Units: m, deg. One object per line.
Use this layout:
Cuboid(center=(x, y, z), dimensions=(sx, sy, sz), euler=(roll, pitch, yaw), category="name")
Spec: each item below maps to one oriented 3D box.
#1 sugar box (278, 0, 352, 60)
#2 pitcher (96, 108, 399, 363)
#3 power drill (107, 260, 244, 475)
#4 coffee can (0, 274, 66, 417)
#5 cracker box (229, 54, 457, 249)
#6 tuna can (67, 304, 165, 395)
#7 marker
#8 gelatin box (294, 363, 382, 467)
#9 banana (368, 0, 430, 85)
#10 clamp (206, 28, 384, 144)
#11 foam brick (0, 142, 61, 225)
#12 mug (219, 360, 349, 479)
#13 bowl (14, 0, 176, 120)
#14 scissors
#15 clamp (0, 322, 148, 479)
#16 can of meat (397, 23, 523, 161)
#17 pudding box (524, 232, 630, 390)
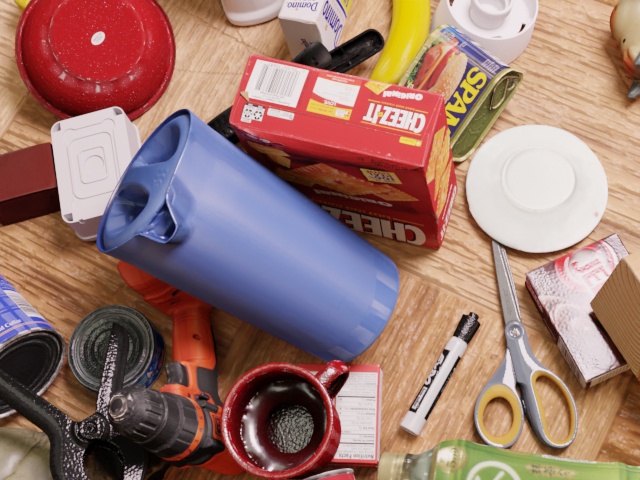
Cuboid(center=(0.010, -0.269, 1.061), dimensions=(0.048, 0.093, 0.176), euler=(11, 73, 13), category="sugar box")
Cuboid(center=(-0.056, 0.001, 0.905), dimensions=(0.242, 0.145, 0.149), euler=(32, 59, -25), category="pitcher")
Cuboid(center=(-0.127, 0.100, 0.911), dimensions=(0.057, 0.184, 0.187), euler=(-21, 60, 17), category="power drill")
Cuboid(center=(-0.316, 0.080, 0.974), dimensions=(0.140, 0.102, 0.102), euler=(39, 80, 26), category="coffee can")
Cuboid(center=(0.027, -0.068, 0.919), dimensions=(0.164, 0.213, 0.072), euler=(14, 74, 14), category="cracker box")
Cuboid(center=(-0.189, 0.103, 0.989), dimensions=(0.086, 0.033, 0.086), euler=(-3, 70, 8), category="tuna can")
Cuboid(center=(0.108, 0.116, 0.943), dimensions=(0.020, 0.020, 0.121), euler=(28, 77, 17), category="marker")
Cuboid(center=(0.016, 0.154, 0.938), dimensions=(0.073, 0.030, 0.089), euler=(0, 73, 9), category="gelatin box")
Cuboid(center=(0.076, -0.227, 1.065), dimensions=(0.070, 0.037, 0.197), euler=(8, 72, 12), category="banana")
Cuboid(center=(-0.045, -0.133, 0.996), dimensions=(0.210, 0.164, 0.036), euler=(-31, 91, 19), category="clamp")
Cuboid(center=(-0.291, -0.056, 1.055), dimensions=(0.078, 0.051, 0.053), euler=(-14, 67, 4), category="foam brick")
Cuboid(center=(-0.020, 0.145, 0.886), dimensions=(0.093, 0.081, 0.117), euler=(40, 84, 19), category="mug")
Cuboid(center=(-0.222, -0.196, 1.059), dimensions=(0.162, 0.055, 0.162), euler=(1, 86, -12), category="bowl")
Cuboid(center=(0.158, 0.097, 0.944), dimensions=(0.096, 0.016, 0.202), euler=(-24, 67, 1), category="scissors")
Cuboid(center=(-0.201, 0.157, 0.875), dimensions=(0.120, 0.039, 0.171), euler=(-14, 65, -11), category="clamp")
Cuboid(center=(0.124, -0.139, 0.999), dimensions=(0.084, 0.057, 0.102), euler=(42, 112, 23), category="can of meat")
Cuboid(center=(0.243, 0.061, 0.930), dimensions=(0.090, 0.039, 0.113), euler=(-24, 69, -2), category="pudding box")
